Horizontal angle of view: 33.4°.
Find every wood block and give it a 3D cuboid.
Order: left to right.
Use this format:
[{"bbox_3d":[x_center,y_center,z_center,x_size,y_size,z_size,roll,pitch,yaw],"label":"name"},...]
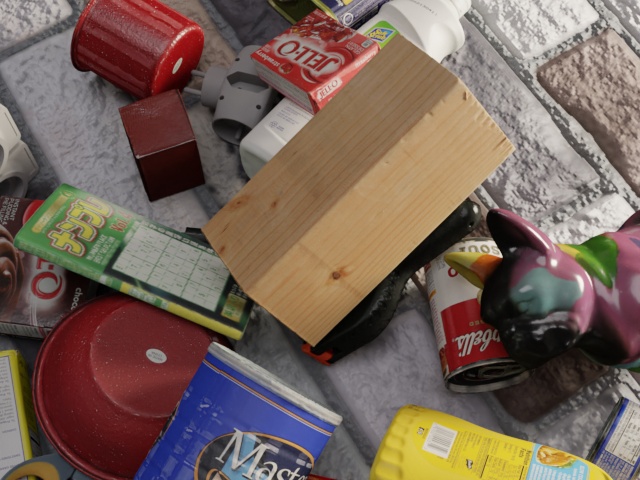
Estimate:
[{"bbox_3d":[0.026,-0.036,0.778,0.206,0.090,0.090,-45,41,4],"label":"wood block"}]

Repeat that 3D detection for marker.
[{"bbox_3d":[-0.056,0.001,0.873,0.121,0.020,0.020,3,65,4],"label":"marker"}]

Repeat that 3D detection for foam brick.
[{"bbox_3d":[-0.130,-0.077,0.881,0.051,0.078,0.053,-18,65,-8],"label":"foam brick"}]

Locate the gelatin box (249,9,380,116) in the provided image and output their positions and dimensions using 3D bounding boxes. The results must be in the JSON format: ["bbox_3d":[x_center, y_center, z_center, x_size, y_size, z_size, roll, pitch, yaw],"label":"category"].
[{"bbox_3d":[-0.003,-0.146,0.869,0.073,0.030,0.089,-37,46,-14],"label":"gelatin box"}]

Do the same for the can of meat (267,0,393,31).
[{"bbox_3d":[0.011,-0.229,0.959,0.083,0.057,0.102,-40,70,-18],"label":"can of meat"}]

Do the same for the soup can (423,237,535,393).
[{"bbox_3d":[0.119,0.057,0.813,0.068,0.068,0.102,-7,64,-1],"label":"soup can"}]

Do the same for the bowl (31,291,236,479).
[{"bbox_3d":[-0.127,0.097,0.783,0.162,0.055,0.162,9,57,-15],"label":"bowl"}]

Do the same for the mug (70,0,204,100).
[{"bbox_3d":[-0.149,-0.172,0.929,0.081,0.093,0.117,31,33,10],"label":"mug"}]

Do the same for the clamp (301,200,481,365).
[{"bbox_3d":[0.050,0.022,0.816,0.039,0.120,0.171,32,82,-30],"label":"clamp"}]

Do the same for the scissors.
[{"bbox_3d":[-0.176,0.143,0.783,0.096,0.016,0.201,18,55,-14],"label":"scissors"}]

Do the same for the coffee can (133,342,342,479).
[{"bbox_3d":[-0.064,0.153,0.713,0.103,0.102,0.140,29,84,15],"label":"coffee can"}]

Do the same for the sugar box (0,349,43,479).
[{"bbox_3d":[-0.252,0.175,0.784,0.093,0.048,0.176,-13,68,-5],"label":"sugar box"}]

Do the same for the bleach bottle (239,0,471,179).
[{"bbox_3d":[0.048,-0.128,0.907,0.103,0.068,0.250,36,69,19],"label":"bleach bottle"}]

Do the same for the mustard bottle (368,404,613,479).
[{"bbox_3d":[0.131,0.168,0.691,0.192,0.058,0.096,15,25,15],"label":"mustard bottle"}]

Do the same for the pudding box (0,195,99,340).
[{"bbox_3d":[-0.223,0.023,0.857,0.090,0.039,0.113,6,66,4],"label":"pudding box"}]
